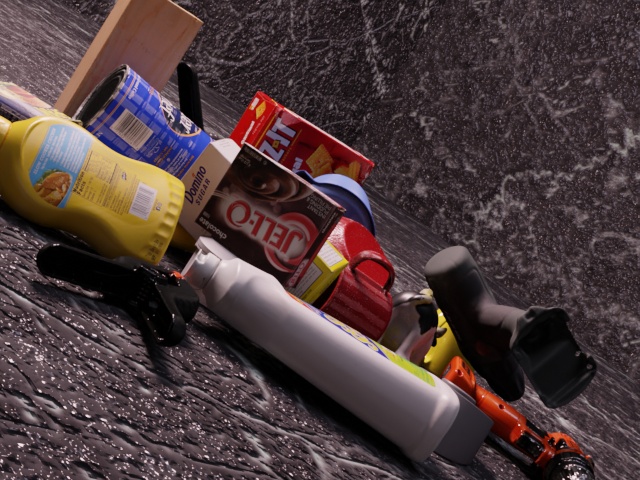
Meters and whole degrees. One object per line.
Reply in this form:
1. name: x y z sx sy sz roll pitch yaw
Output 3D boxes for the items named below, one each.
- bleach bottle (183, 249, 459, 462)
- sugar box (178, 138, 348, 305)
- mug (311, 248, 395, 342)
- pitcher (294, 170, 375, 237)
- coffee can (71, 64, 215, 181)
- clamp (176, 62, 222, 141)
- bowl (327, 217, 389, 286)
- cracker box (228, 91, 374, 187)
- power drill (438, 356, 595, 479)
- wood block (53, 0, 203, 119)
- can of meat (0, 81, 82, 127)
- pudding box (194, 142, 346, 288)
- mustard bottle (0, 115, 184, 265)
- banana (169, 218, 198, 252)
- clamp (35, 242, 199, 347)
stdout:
1. bleach bottle: -0.005 0.089 0.912 0.250 0.068 0.102 34 3 -7
2. sugar box: -0.065 -0.008 1.051 0.176 0.093 0.048 48 29 11
3. mug: 0.028 0.059 1.106 0.081 0.117 0.093 35 18 -28
4. pitcher: 0.013 -0.014 1.424 0.145 0.149 0.242 22 10 1
5. coffee can: -0.198 -0.113 1.200 0.140 0.103 0.103 41 4 -25
6. clamp: -0.171 -0.100 1.346 0.036 0.164 0.210 20 -23 29
7. bowl: 0.033 0.030 1.223 0.162 0.055 0.162 41 33 -34
8. cracker box: -0.044 -0.097 1.587 0.213 0.164 0.072 28 7 -38
9. power drill: 0.202 0.204 1.120 0.187 0.057 0.184 37 4 3
10. wood block: -0.239 -0.204 1.294 0.090 0.206 0.091 30 8 -23
11. can of meat: -0.298 -0.116 1.066 0.084 0.057 0.102 31 7 3
12. pudding box: -0.046 -0.022 0.984 0.114 0.090 0.039 36 6 21
13. mustard bottle: -0.213 -0.051 0.900 0.191 0.096 0.058 29 -36 -21
14. banana: -0.129 -0.003 1.142 0.070 0.037 0.197 5 -4 16
15. clamp: -0.130 0.043 0.813 0.120 0.039 0.171 37 8 16
